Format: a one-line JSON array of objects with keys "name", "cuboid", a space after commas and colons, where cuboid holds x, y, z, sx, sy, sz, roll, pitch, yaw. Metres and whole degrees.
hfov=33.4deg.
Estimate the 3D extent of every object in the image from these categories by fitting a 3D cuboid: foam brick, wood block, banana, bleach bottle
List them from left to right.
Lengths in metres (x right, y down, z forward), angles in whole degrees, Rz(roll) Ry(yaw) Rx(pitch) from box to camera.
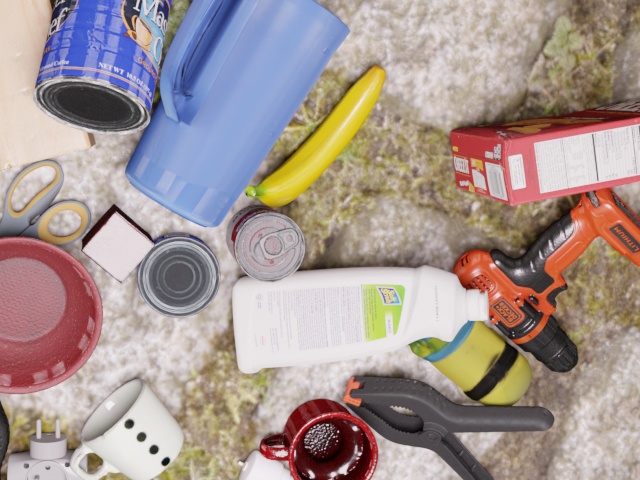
[{"name": "wood block", "cuboid": [-0.286, -0.179, 1.011, 0.090, 0.091, 0.206, -15, 99, -7]}, {"name": "foam brick", "cuboid": [-0.200, 0.002, 1.055, 0.053, 0.078, 0.051, 41, 88, -14]}, {"name": "banana", "cuboid": [0.000, -0.096, 1.085, 0.037, 0.070, 0.197, 41, 74, 6]}, {"name": "bleach bottle", "cuboid": [0.041, 0.078, 1.068, 0.251, 0.068, 0.102, -3, 96, 13]}]

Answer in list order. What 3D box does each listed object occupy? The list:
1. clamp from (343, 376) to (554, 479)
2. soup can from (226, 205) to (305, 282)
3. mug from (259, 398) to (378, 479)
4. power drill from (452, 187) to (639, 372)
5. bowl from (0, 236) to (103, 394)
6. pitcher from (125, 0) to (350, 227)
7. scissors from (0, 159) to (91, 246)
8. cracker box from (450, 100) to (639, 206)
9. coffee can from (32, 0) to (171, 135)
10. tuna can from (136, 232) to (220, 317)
[{"name": "clamp", "cuboid": [0.124, 0.202, 1.136, 0.210, 0.036, 0.165, 17, 135, 4]}, {"name": "soup can", "cuboid": [-0.057, 0.001, 1.067, 0.068, 0.102, 0.068, -1, 97, -10]}, {"name": "mug", "cuboid": [-0.006, 0.214, 1.112, 0.117, 0.081, 0.093, -3, 97, -10]}, {"name": "power drill", "cuboid": [0.262, 0.041, 1.121, 0.188, 0.057, 0.184, -40, 112, 21]}, {"name": "bowl", "cuboid": [-0.296, 0.067, 1.048, 0.162, 0.055, 0.162, -3, 107, -11]}, {"name": "pitcher", "cuboid": [-0.092, -0.141, 1.028, 0.149, 0.145, 0.243, 30, 93, -15]}, {"name": "scissors", "cuboid": [-0.309, 0.012, 1.067, 0.096, 0.016, 0.202, 35, 92, -14]}, {"name": "cracker box", "cuboid": [0.259, -0.095, 1.082, 0.213, 0.164, 0.072, -11, 100, -9]}, {"name": "coffee can", "cuboid": [-0.190, -0.179, 0.949, 0.102, 0.103, 0.140, 11, 69, -11]}, {"name": "tuna can", "cuboid": [-0.145, 0.035, 1.090, 0.086, 0.034, 0.086, -1, 97, -10]}]
